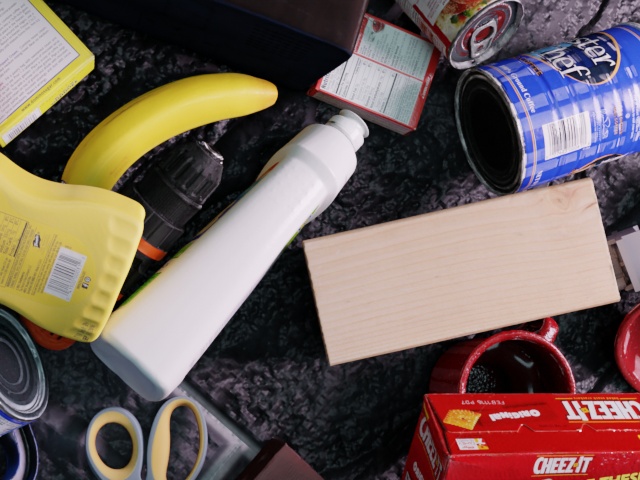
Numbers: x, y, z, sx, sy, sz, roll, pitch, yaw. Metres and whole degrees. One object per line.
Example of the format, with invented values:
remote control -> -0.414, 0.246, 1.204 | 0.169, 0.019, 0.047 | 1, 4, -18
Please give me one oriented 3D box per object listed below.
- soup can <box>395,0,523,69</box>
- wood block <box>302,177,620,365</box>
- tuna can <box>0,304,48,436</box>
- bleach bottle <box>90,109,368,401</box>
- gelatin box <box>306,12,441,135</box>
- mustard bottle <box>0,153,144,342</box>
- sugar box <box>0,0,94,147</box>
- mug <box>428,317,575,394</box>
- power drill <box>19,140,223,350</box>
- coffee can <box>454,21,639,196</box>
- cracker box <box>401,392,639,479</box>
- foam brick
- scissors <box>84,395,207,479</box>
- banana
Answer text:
soup can -> 0.097, -0.190, 0.815 | 0.068, 0.068, 0.102 | -29, 66, -15
wood block -> 0.096, 0.023, 0.777 | 0.206, 0.090, 0.091 | -13, 88, -1
tuna can -> -0.213, 0.083, 0.689 | 0.034, 0.086, 0.086 | -24, 91, 11
bleach bottle -> -0.055, 0.001, 0.771 | 0.068, 0.103, 0.250 | 43, 70, -4
gelatin box -> 0.042, -0.133, 0.833 | 0.089, 0.030, 0.073 | 20, 82, -12
mustard bottle -> -0.213, -0.010, 0.662 | 0.191, 0.058, 0.096 | 21, 110, -14
sugar box -> -0.254, -0.162, 0.753 | 0.093, 0.048, 0.176 | -43, 93, -11
mug -> 0.139, 0.105, 0.809 | 0.093, 0.082, 0.117 | 35, 78, -9
power drill -> -0.184, -0.040, 0.717 | 0.187, 0.057, 0.184 | 42, 97, -16
coffee can -> 0.190, -0.102, 0.830 | 0.140, 0.103, 0.103 | -18, 90, -15
cracker box -> 0.134, 0.206, 0.750 | 0.164, 0.072, 0.214 | 2, 122, -14
foam brick -> -0.038, 0.190, 0.771 | 0.051, 0.053, 0.078 | 44, 75, -7
scissors -> -0.134, 0.202, 0.744 | 0.096, 0.016, 0.201 | 15, 68, -5
banana -> -0.122, -0.074, 0.785 | 0.197, 0.037, 0.069 | -40, 123, -11
